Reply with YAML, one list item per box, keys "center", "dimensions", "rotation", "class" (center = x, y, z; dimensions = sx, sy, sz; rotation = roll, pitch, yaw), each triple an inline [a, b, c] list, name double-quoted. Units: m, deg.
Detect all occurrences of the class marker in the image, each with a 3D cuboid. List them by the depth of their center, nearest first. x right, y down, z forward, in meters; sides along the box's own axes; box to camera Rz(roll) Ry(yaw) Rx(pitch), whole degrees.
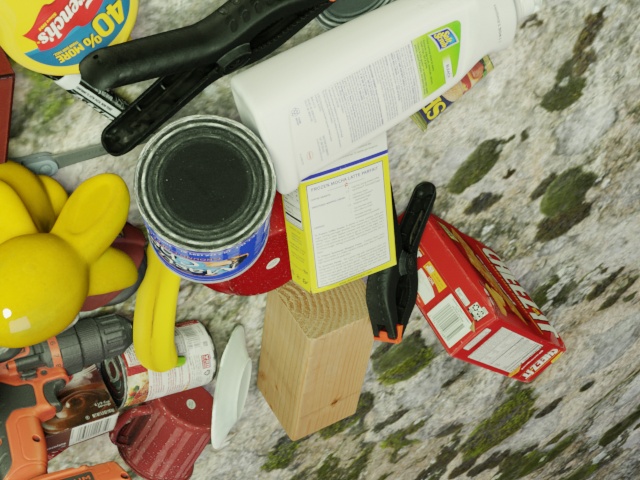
- center: [-0.168, -0.108, 0.770]
  dimensions: [0.020, 0.020, 0.121]
  rotation: [-40, 149, 10]
  class: "marker"

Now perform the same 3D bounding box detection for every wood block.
- center: [-0.006, 0.119, 1.169]
  dimensions: [0.090, 0.090, 0.206]
  rotation: [-21, 146, -23]
  class: "wood block"

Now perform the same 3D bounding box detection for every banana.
- center: [-0.139, 0.047, 0.941]
  dimensions: [0.069, 0.037, 0.198]
  rotation: [-64, 167, -58]
  class: "banana"

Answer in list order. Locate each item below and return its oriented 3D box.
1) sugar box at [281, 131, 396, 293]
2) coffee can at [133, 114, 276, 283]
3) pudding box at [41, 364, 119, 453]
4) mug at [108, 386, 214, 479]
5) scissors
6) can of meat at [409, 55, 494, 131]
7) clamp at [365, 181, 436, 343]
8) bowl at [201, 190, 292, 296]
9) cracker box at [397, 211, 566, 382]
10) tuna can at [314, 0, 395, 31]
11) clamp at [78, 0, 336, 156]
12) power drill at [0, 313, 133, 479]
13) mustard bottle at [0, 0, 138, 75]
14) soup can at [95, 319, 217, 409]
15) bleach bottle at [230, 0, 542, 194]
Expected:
- center: [0.013, -0.049, 0.933]
  dimensions: [0.093, 0.048, 0.176]
  rotation: [-19, 117, -26]
  class: "sugar box"
- center: [-0.088, -0.028, 0.829]
  dimensions: [0.102, 0.103, 0.140]
  rotation: [-29, 173, -10]
  class: "coffee can"
- center: [-0.253, 0.147, 0.973]
  dimensions: [0.113, 0.090, 0.039]
  rotation: [-13, 145, -32]
  class: "pudding box"
- center: [-0.167, 0.197, 1.130]
  dimensions: [0.117, 0.093, 0.082]
  rotation: [14, 121, -38]
  class: "mug"
- center: [-0.222, -0.041, 0.812]
  dimensions: [0.201, 0.016, 0.096]
  rotation: [-7, 137, -36]
  class: "scissors"
- center: [0.094, -0.154, 0.919]
  dimensions: [0.084, 0.057, 0.102]
  rotation: [-40, 148, 5]
  class: "can of meat"
- center: [0.081, 0.014, 1.073]
  dimensions: [0.120, 0.039, 0.171]
  rotation: [-10, 106, -51]
  class: "clamp"
- center: [-0.057, 0.001, 0.992]
  dimensions: [0.162, 0.055, 0.162]
  rotation: [-24, 148, -16]
  class: "bowl"
- center: [0.170, 0.061, 1.182]
  dimensions: [0.072, 0.164, 0.213]
  rotation: [-42, 148, 16]
  class: "cracker box"
- center: [0.023, -0.201, 0.807]
  dimensions: [0.086, 0.034, 0.086]
  rotation: [-24, 148, -17]
  class: "tuna can"
- center: [-0.071, -0.134, 0.725]
  dimensions: [0.210, 0.036, 0.164]
  rotation: [-33, 175, -5]
  class: "clamp"
- center: [-0.224, 0.151, 0.911]
  dimensions: [0.184, 0.188, 0.057]
  rotation: [-16, 142, -23]
  class: "power drill"
- center: [-0.168, -0.157, 0.666]
  dimensions: [0.096, 0.058, 0.191]
  rotation: [-39, 149, -2]
  class: "mustard bottle"
- center: [-0.160, 0.119, 1.044]
  dimensions: [0.102, 0.068, 0.069]
  rotation: [-11, 142, -34]
  class: "soup can"
- center: [0.059, -0.135, 0.832]
  dimensions: [0.250, 0.068, 0.102]
  rotation: [-27, 139, -9]
  class: "bleach bottle"
